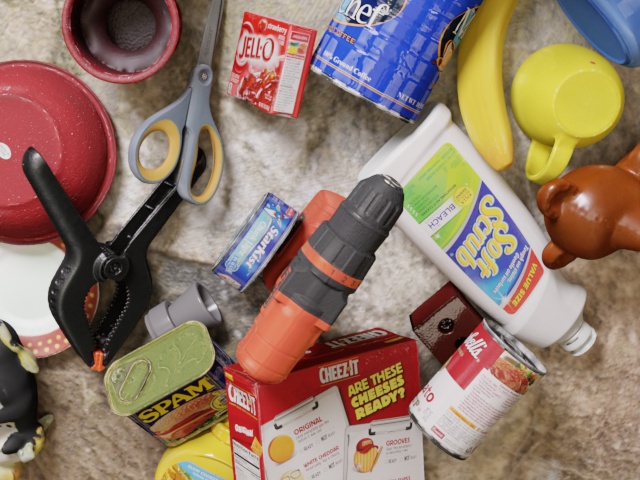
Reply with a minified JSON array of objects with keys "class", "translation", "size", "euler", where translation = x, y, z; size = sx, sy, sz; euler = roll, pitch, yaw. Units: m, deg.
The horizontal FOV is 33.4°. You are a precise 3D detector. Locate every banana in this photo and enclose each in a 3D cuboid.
[{"class":"banana","translation":[0.144,-0.156,0.884],"size":[0.037,0.070,0.198],"euler":[15,85,-44]}]

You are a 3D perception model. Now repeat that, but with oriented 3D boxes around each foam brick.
[{"class":"foam brick","translation":[0.123,0.085,0.947],"size":[0.053,0.051,0.078],"euler":[-41,99,8]}]

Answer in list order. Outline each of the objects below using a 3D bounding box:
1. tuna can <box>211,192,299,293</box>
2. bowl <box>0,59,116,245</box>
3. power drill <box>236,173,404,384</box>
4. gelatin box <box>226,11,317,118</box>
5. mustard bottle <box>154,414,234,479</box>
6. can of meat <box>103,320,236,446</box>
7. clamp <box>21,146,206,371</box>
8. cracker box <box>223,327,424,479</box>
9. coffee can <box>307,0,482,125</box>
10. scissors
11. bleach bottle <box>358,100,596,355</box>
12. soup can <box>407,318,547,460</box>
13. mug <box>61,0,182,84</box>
[{"class":"tuna can","translation":[-0.056,0.001,0.912],"size":[0.033,0.086,0.086],"euler":[36,99,-6]},{"class":"bowl","translation":[-0.257,-0.075,0.899],"size":[0.162,0.055,0.162],"euler":[0,92,1]},{"class":"power drill","translation":[0.001,0.012,0.863],"size":[0.057,0.187,0.184],"euler":[36,101,-6]},{"class":"gelatin box","translation":[-0.042,-0.146,0.880],"size":[0.030,0.089,0.073],"euler":[6,105,-32]},{"class":"mustard bottle","translation":[-0.109,0.232,0.974],"size":[0.096,0.058,0.192],"euler":[26,101,-4]},{"class":"can of meat","translation":[-0.122,0.127,0.929],"size":[0.102,0.057,0.084],"euler":[-29,142,4]},{"class":"clamp","translation":[-0.175,0.011,0.918],"size":[0.164,0.036,0.210],"euler":[-11,118,-33]},{"class":"cracker box","translation":[0.008,0.198,0.929],"size":[0.163,0.072,0.214],"euler":[-11,103,-31]},{"class":"coffee can","translation":[0.066,-0.179,0.865],"size":[0.102,0.103,0.140],"euler":[28,100,-6]},{"class":"scissors","translation":[-0.116,-0.129,0.888],"size":[0.096,0.016,0.202],"euler":[-5,98,-37]},{"class":"bleach bottle","translation":[0.152,0.001,0.925],"size":[0.250,0.068,0.102],"euler":[44,98,-11]},{"class":"soup can","translation":[0.130,0.125,0.894],"size":[0.068,0.068,0.102],"euler":[38,101,-8]},{"class":"mug","translation":[-0.168,-0.184,0.875],"size":[0.117,0.081,0.093],"euler":[30,100,-6]}]
